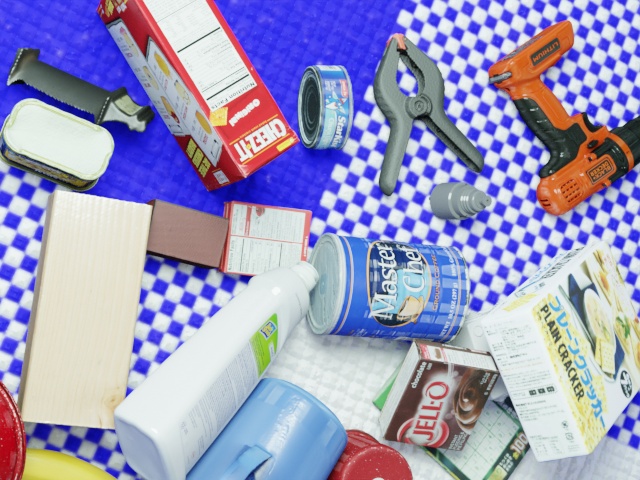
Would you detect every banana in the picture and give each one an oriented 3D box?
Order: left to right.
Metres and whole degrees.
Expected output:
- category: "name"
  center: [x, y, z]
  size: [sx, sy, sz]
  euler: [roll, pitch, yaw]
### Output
- category: "banana"
  center: [-0.228, 0.245, 1.011]
  size: [0.197, 0.037, 0.069]
  euler: [41, 74, -13]

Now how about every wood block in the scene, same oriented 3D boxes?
- category: "wood block"
  center: [-0.221, 0.064, 0.994]
  size: [0.090, 0.090, 0.206]
  euler: [9, 85, -18]

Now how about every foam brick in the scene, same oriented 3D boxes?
- category: "foam brick"
  center: [-0.135, -0.006, 1.045]
  size: [0.078, 0.053, 0.051]
  euler: [15, 83, -18]

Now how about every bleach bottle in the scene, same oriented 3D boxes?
- category: "bleach bottle"
  center: [-0.084, 0.112, 1.005]
  size: [0.068, 0.102, 0.250]
  euler: [25, 52, 26]

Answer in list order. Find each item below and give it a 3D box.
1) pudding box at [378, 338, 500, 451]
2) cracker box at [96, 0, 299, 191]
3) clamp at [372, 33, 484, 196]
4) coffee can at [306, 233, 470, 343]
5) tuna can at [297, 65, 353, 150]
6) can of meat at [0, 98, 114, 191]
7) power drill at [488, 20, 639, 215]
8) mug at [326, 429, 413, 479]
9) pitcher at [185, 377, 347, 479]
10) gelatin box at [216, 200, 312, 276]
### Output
- category: "pudding box"
  center: [0.120, 0.159, 1.090]
  size: [0.090, 0.039, 0.114]
  euler: [11, 118, -16]
- category: "cracker box"
  center: [-0.119, -0.158, 0.999]
  size: [0.072, 0.164, 0.213]
  euler: [-34, 98, -15]
- category: "clamp"
  center: [0.111, -0.136, 1.142]
  size: [0.120, 0.039, 0.171]
  euler: [-6, 89, -20]
- category: "coffee can"
  center: [0.066, 0.050, 1.085]
  size: [0.140, 0.103, 0.103]
  euler: [6, 86, -19]
- category: "tuna can"
  center: [0.003, -0.135, 1.081]
  size: [0.033, 0.086, 0.086]
  euler: [-1, 88, -18]
- category: "can of meat"
  center: [-0.247, -0.089, 0.995]
  size: [0.102, 0.084, 0.057]
  euler: [22, 81, -17]
- category: "power drill"
  center: [0.287, -0.147, 1.193]
  size: [0.184, 0.057, 0.187]
  euler: [-34, 98, -17]
- category: "mug"
  center: [0.049, 0.252, 1.081]
  size: [0.093, 0.082, 0.117]
  euler: [-32, 98, -17]
- category: "pitcher"
  center: [-0.079, 0.247, 0.994]
  size: [0.145, 0.149, 0.242]
  euler: [50, 63, -26]
- category: "gelatin box"
  center: [-0.057, 0.001, 1.084]
  size: [0.089, 0.030, 0.073]
  euler: [7, 87, -19]
